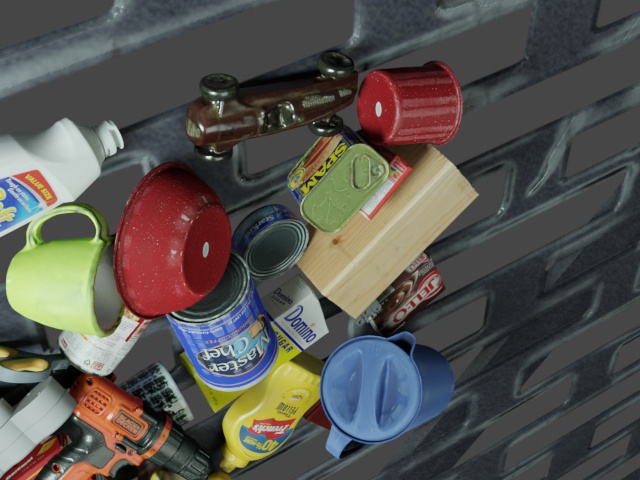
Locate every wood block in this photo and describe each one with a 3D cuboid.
[{"bbox_3d":[0.071,-0.022,1.246,0.206,0.091,0.090,-45,143,5],"label":"wood block"}]

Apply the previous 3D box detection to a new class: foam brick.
[{"bbox_3d":[0.002,0.219,1.457,0.053,0.051,0.078,-46,143,4],"label":"foam brick"}]

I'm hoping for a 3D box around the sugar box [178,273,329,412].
[{"bbox_3d":[-0.077,0.125,1.297,0.176,0.048,0.093,-33,142,-11],"label":"sugar box"}]

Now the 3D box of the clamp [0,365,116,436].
[{"bbox_3d":[-0.319,0.195,1.151,0.209,0.036,0.165,-21,133,-26],"label":"clamp"}]

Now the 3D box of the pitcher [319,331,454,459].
[{"bbox_3d":[0.094,0.202,1.419,0.149,0.145,0.242,-14,170,19],"label":"pitcher"}]

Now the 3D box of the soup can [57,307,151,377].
[{"bbox_3d":[-0.218,0.083,1.109,0.102,0.069,0.068,-51,142,12],"label":"soup can"}]

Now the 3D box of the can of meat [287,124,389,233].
[{"bbox_3d":[0.015,-0.069,1.143,0.057,0.084,0.102,38,100,-27],"label":"can of meat"}]

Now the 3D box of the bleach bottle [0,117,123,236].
[{"bbox_3d":[-0.289,-0.049,0.920,0.250,0.068,0.102,-28,142,-22],"label":"bleach bottle"}]

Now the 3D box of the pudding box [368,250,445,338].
[{"bbox_3d":[0.107,0.069,1.412,0.113,0.039,0.090,-38,144,-4],"label":"pudding box"}]

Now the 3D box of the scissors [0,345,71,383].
[{"bbox_3d":[-0.292,0.121,1.109,0.201,0.096,0.016,-4,110,-78],"label":"scissors"}]

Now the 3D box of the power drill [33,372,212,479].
[{"bbox_3d":[-0.232,0.257,1.151,0.184,0.057,0.187,39,84,-20],"label":"power drill"}]

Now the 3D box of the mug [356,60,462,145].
[{"bbox_3d":[0.087,-0.141,1.156,0.081,0.093,0.117,-9,168,-30],"label":"mug"}]

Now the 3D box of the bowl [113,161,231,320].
[{"bbox_3d":[-0.134,0.005,1.054,0.161,0.055,0.162,-37,132,-55],"label":"bowl"}]

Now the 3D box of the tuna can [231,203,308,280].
[{"bbox_3d":[-0.058,0.001,1.200,0.086,0.034,0.086,-24,140,-22],"label":"tuna can"}]

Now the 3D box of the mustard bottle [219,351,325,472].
[{"bbox_3d":[-0.072,0.228,1.393,0.096,0.058,0.192,24,110,-40],"label":"mustard bottle"}]

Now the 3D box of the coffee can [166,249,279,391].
[{"bbox_3d":[-0.110,0.088,1.182,0.102,0.103,0.140,-33,142,-12],"label":"coffee can"}]

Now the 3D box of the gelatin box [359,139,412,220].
[{"bbox_3d":[0.054,-0.070,1.181,0.030,0.089,0.073,38,93,-26],"label":"gelatin box"}]
